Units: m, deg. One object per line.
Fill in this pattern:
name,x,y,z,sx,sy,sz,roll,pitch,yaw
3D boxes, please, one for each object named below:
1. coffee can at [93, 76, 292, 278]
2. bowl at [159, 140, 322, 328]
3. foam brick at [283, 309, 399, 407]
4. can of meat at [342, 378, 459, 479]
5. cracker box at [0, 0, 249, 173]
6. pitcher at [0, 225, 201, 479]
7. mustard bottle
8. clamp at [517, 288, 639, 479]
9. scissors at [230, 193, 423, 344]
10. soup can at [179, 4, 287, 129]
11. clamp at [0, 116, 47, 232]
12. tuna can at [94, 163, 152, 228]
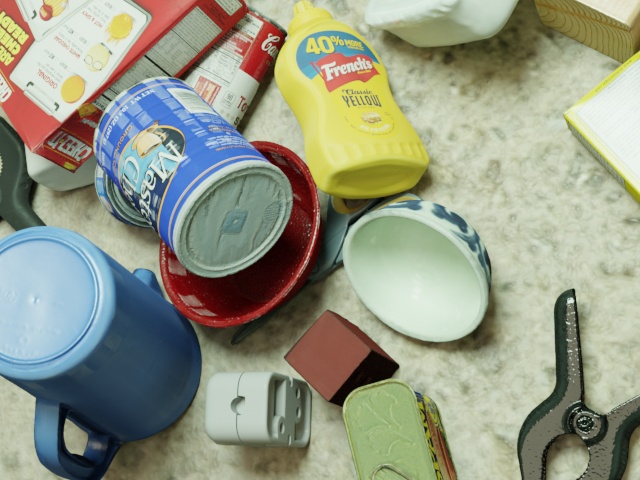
coffee can,-0.102,-0.052,0.841,0.103,0.102,0.140,-48,53,4
bowl,-0.056,0.001,0.890,0.162,0.055,0.162,-13,64,29
foam brick,0.018,0.095,0.837,0.051,0.078,0.053,43,94,26
can of meat,0.064,0.160,0.799,0.057,0.083,0.102,-19,71,15
cracker box,-0.189,-0.189,0.918,0.214,0.072,0.164,-41,63,7
pitcher,-0.181,0.085,0.817,0.145,0.243,0.149,-32,72,-4
mustard bottle,0.014,-0.126,0.886,0.096,0.058,0.192,-6,57,-26
clamp,0.190,0.123,0.784,0.120,0.039,0.171,38,92,26
scissors,-0.005,0.004,0.902,0.202,0.016,0.096,-27,67,13
soup can,-0.082,-0.154,0.942,0.069,0.068,0.102,28,88,24
clamp,-0.319,-0.027,1.019,0.165,0.036,0.210,-24,68,14
tuna can,-0.152,-0.053,0.934,0.034,0.086,0.086,11,78,64
